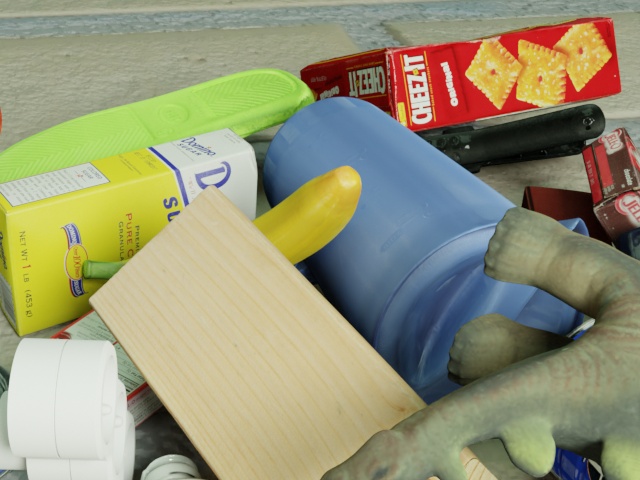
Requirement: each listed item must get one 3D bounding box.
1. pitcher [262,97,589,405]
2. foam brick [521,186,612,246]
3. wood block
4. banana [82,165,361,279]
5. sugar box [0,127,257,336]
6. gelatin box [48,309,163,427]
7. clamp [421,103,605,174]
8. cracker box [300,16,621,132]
[{"bbox_3d":[0.040,0.003,0.680,0.149,0.145,0.243,3,26,-25],"label":"pitcher"},{"bbox_3d":[0.168,0.004,0.747,0.051,0.053,0.078,4,32,1],"label":"foam brick"},{"bbox_3d":[-0.012,0.078,0.517,0.091,0.090,0.206,-44,54,-3],"label":"wood block"},{"bbox_3d":[-0.048,0.004,0.637,0.198,0.037,0.069,-20,-17,28],"label":"banana"},{"bbox_3d":[-0.125,-0.008,0.700,0.175,0.093,0.048,-17,38,-29],"label":"sugar box"},{"bbox_3d":[-0.120,0.074,0.627,0.073,0.030,0.089,22,35,25],"label":"gelatin box"},{"bbox_3d":[0.114,-0.070,0.818,0.210,0.036,0.164,-9,-2,2],"label":"clamp"},{"bbox_3d":[0.112,-0.134,0.891,0.213,0.072,0.164,-12,7,-24],"label":"cracker box"}]
